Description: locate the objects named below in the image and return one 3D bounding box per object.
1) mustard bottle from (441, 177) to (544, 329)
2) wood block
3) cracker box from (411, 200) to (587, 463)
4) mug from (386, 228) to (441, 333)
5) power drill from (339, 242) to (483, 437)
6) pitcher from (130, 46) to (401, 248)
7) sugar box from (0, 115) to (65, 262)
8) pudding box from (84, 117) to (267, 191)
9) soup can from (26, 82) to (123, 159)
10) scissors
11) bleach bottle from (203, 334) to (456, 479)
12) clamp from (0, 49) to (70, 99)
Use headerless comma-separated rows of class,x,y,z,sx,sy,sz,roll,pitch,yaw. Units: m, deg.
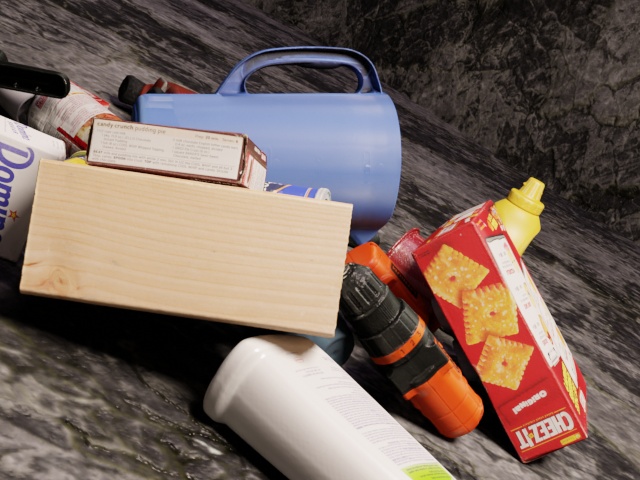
mustard bottle,0.196,0.016,1.201,0.058,0.192,0.096,29,14,0
wood block,-0.088,0.008,0.733,0.206,0.091,0.090,8,-4,-2
cracker box,0.171,0.078,0.998,0.214,0.072,0.164,63,17,-2
mug,0.113,0.043,1.148,0.081,0.093,0.117,38,37,16
power drill,0.059,0.068,0.935,0.184,0.057,0.187,52,7,-20
pitcher,-0.053,-0.088,0.996,0.242,0.145,0.149,1,51,-14
sugar box,-0.279,-0.058,0.754,0.176,0.093,0.048,22,17,-22
pudding box,-0.100,-0.058,0.763,0.113,0.039,0.090,5,-3,7
soup can,-0.237,-0.108,1.064,0.102,0.068,0.068,36,16,30
scissors,0.153,0.116,1.072,0.201,0.016,0.096,48,20,-54
bleach bottle,0.042,0.159,0.679,0.251,0.068,0.102,39,17,28
clamp,-0.360,-0.167,1.054,0.164,0.036,0.210,-10,25,-32
